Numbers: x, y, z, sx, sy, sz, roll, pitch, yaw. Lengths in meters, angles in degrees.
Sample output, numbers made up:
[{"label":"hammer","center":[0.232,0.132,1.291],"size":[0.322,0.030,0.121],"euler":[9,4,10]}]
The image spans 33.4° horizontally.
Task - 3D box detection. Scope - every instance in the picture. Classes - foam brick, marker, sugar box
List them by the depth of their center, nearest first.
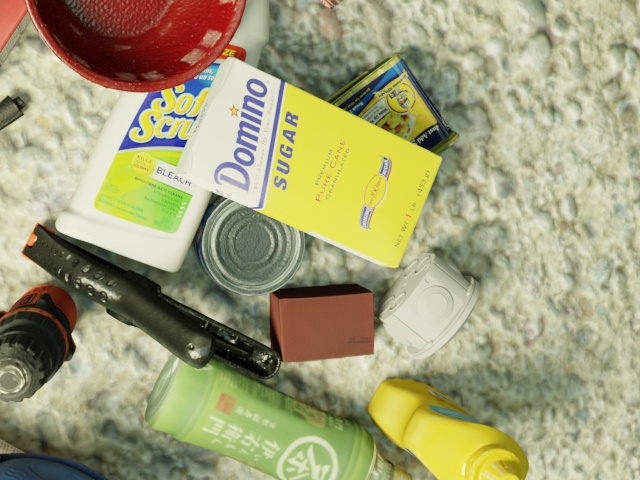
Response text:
[{"label":"sugar box","center":[-0.008,-0.055,0.785],"size":[0.176,0.048,0.093],"euler":[23,85,-17]},{"label":"marker","center":[-0.270,-0.067,0.794],"size":[0.121,0.020,0.020],"euler":[-39,103,-8]},{"label":"foam brick","center":[0.000,0.066,0.858],"size":[0.078,0.051,0.053],"euler":[-3,97,-14]}]

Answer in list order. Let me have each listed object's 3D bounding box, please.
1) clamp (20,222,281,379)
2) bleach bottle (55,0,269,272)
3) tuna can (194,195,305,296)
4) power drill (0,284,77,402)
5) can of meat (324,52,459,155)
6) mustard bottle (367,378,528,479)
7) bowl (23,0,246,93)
[{"label":"clamp","center":[-0.129,0.048,0.791],"size":[0.210,0.164,0.036],"euler":[27,86,24]},{"label":"bleach bottle","center":[-0.109,-0.108,0.810],"size":[0.102,0.068,0.251],"euler":[21,87,-15]},{"label":"tuna can","center":[-0.056,0.001,0.847],"size":[0.086,0.034,0.086],"euler":[-1,95,-14]},{"label":"power drill","center":[-0.261,0.097,0.737],"size":[0.187,0.184,0.057],"euler":[-22,100,-2]},{"label":"can of meat","center":[0.045,-0.088,0.852],"size":[0.102,0.057,0.084],"euler":[-38,101,-8]},{"label":"mustard bottle","center":[0.106,0.159,0.820],"size":[0.096,0.192,0.058],"euler":[30,87,-15]},{"label":"bowl","center":[-0.134,-0.185,0.742],"size":[0.161,0.055,0.162],"euler":[-6,104,-26]}]
